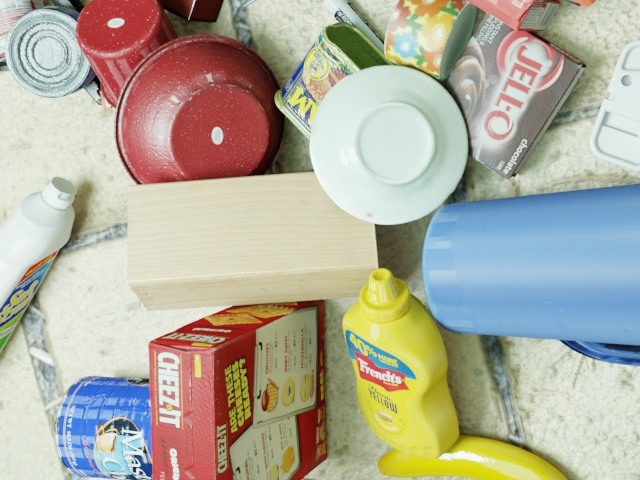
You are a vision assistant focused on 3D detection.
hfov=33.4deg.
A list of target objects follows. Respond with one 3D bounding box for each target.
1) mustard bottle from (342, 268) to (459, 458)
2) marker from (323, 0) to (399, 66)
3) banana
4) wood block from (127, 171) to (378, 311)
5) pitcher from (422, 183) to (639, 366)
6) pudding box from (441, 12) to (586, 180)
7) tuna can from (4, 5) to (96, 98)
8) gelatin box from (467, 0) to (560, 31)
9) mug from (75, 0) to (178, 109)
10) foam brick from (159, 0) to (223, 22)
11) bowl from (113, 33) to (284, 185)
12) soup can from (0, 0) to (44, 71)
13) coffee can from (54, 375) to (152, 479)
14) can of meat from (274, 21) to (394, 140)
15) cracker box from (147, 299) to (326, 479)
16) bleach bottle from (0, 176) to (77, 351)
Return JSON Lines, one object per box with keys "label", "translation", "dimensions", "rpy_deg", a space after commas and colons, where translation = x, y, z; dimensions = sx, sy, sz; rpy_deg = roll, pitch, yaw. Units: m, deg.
{"label": "mustard bottle", "translation": [0.064, 0.098, 0.898], "dimensions": [0.096, 0.058, 0.191], "rpy_deg": [29, 146, 38]}
{"label": "marker", "translation": [0.047, -0.170, 0.938], "dimensions": [0.020, 0.020, 0.121], "rpy_deg": [-44, 79, 24]}
{"label": "banana", "translation": [0.145, 0.207, 0.944], "dimensions": [0.198, 0.037, 0.070], "rpy_deg": [16, 104, 22]}
{"label": "wood block", "translation": [-0.056, 0.001, 0.922], "dimensions": [0.206, 0.090, 0.091], "rpy_deg": [-4, 70, 2]}
{"label": "pitcher", "translation": [0.212, 0.028, 0.843], "dimensions": [0.243, 0.144, 0.149], "rpy_deg": [-2, 85, 29]}
{"label": "pudding box", "translation": [0.152, -0.121, 0.886], "dimensions": [0.090, 0.039, 0.114], "rpy_deg": [35, 111, 15]}
{"label": "tuna can", "translation": [-0.254, -0.179, 1.014], "dimensions": [0.086, 0.033, 0.086], "rpy_deg": [1, 105, 2]}
{"label": "gelatin box", "translation": [0.145, -0.198, 0.849], "dimensions": [0.073, 0.089, 0.030], "rpy_deg": [36, 113, 16]}
{"label": "mug", "translation": [-0.175, -0.184, 0.974], "dimensions": [0.093, 0.081, 0.117], "rpy_deg": [-25, 60, -1]}
{"label": "foam brick", "translation": [-0.132, -0.241, 0.992], "dimensions": [0.078, 0.052, 0.051], "rpy_deg": [27, 109, 18]}
{"label": "bowl", "translation": [-0.097, -0.098, 0.941], "dimensions": [0.055, 0.161, 0.162], "rpy_deg": [38, 119, 60]}
{"label": "soup can", "translation": [-0.310, -0.228, 1.068], "dimensions": [0.069, 0.068, 0.102], "rpy_deg": [-16, 91, 26]}
{"label": "coffee can", "translation": [-0.174, 0.187, 1.052], "dimensions": [0.140, 0.102, 0.103], "rpy_deg": [-1, 98, 25]}
{"label": "can of meat", "translation": [0.023, -0.125, 0.925], "dimensions": [0.102, 0.057, 0.084], "rpy_deg": [47, 128, 11]}
{"label": "cracker box", "translation": [-0.067, 0.144, 0.933], "dimensions": [0.072, 0.213, 0.164], "rpy_deg": [3, 100, 24]}
{"label": "bleach bottle", "translation": [-0.327, 0.038, 1.099], "dimensions": [0.068, 0.102, 0.251], "rpy_deg": [41, 114, 8]}
